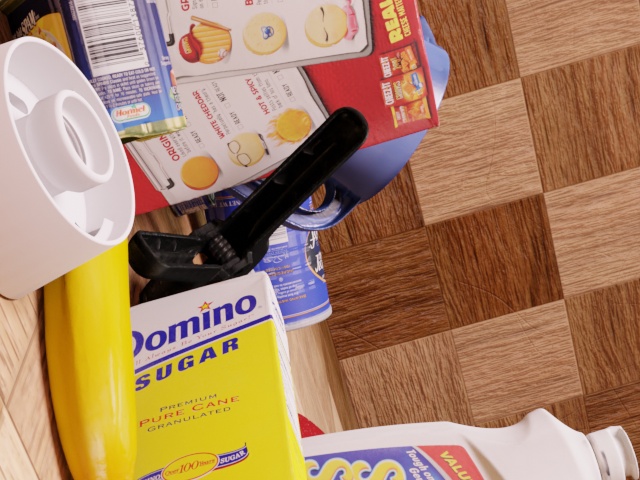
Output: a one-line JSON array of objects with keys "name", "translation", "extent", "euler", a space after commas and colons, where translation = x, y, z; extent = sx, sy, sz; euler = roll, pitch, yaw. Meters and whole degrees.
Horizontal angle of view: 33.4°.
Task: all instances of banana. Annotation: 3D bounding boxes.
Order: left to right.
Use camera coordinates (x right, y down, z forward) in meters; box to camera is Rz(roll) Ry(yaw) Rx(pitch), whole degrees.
[{"name": "banana", "translation": [-0.103, 0.031, 0.494], "extent": [0.198, 0.037, 0.069], "euler": [-103, 177, -50]}]

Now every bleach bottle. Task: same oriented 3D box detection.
[{"name": "bleach bottle", "translation": [0.041, 0.138, 0.572], "extent": [0.068, 0.251, 0.102], "euler": [70, 5, -63]}]

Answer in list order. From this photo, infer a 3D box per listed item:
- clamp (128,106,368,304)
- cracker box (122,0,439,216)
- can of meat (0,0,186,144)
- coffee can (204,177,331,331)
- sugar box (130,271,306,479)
[{"name": "clamp", "translation": [-0.054, 0.001, 0.652], "extent": [0.036, 0.164, 0.210], "euler": [52, -23, 8]}, {"name": "cracker box", "translation": [-0.049, -0.123, 0.643], "extent": [0.072, 0.213, 0.164], "euler": [-105, 179, -56]}, {"name": "can of meat", "translation": [-0.111, -0.086, 0.518], "extent": [0.102, 0.057, 0.084], "euler": [-3, -78, 60]}, {"name": "coffee can", "translation": [-0.051, 0.009, 0.997], "extent": [0.103, 0.103, 0.140], "euler": [-92, 172, -81]}, {"name": "sugar box", "translation": [-0.058, 0.090, 0.518], "extent": [0.176, 0.093, 0.048], "euler": [-104, 178, -53]}]
